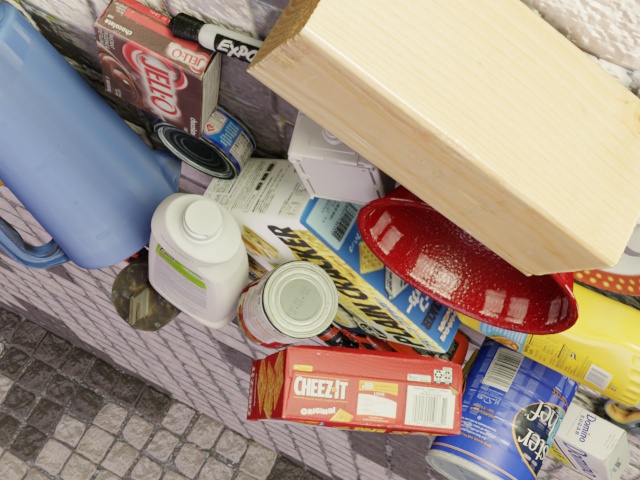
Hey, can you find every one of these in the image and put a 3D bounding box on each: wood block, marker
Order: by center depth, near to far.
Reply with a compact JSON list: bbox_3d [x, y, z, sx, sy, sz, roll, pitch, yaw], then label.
[{"bbox_3d":[0.077,-0.075,0.579,0.206,0.090,0.090,34,163,-16],"label":"wood block"},{"bbox_3d":[-0.054,-0.135,0.744,0.121,0.020,0.020,23,162,21],"label":"marker"}]

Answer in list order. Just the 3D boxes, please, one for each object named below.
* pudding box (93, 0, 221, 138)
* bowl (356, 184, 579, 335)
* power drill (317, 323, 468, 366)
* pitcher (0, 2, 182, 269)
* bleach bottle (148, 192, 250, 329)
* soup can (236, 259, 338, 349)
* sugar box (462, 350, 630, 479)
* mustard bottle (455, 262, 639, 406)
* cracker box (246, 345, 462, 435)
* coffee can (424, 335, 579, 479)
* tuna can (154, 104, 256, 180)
[{"bbox_3d":[-0.124,-0.133,0.825,0.090,0.039,0.113,28,163,3],"label":"pudding box"},{"bbox_3d":[0.108,-0.001,0.722,0.162,0.055,0.162,26,160,10],"label":"bowl"},{"bbox_3d":[0.056,0.094,1.150,0.184,0.057,0.188,34,166,-24],"label":"power drill"},{"bbox_3d":[-0.256,-0.088,0.977,0.145,0.149,0.242,-3,140,36],"label":"pitcher"},{"bbox_3d":[-0.103,0.015,0.948,0.102,0.068,0.251,33,164,0],"label":"bleach bottle"},{"bbox_3d":[-0.030,0.057,0.931,0.068,0.068,0.102,32,163,-9],"label":"soup can"},{"bbox_3d":[0.231,0.186,1.110,0.176,0.048,0.093,30,164,32],"label":"sugar box"},{"bbox_3d":[0.164,0.056,0.813,0.192,0.058,0.096,25,158,14],"label":"mustard bottle"},{"bbox_3d":[0.025,0.146,1.030,0.164,0.072,0.214,7,170,-11],"label":"cracker box"},{"bbox_3d":[0.176,0.170,1.021,0.103,0.140,0.103,27,163,9],"label":"coffee can"},{"bbox_3d":[-0.100,-0.089,0.919,0.086,0.033,0.086,27,163,9],"label":"tuna can"}]
